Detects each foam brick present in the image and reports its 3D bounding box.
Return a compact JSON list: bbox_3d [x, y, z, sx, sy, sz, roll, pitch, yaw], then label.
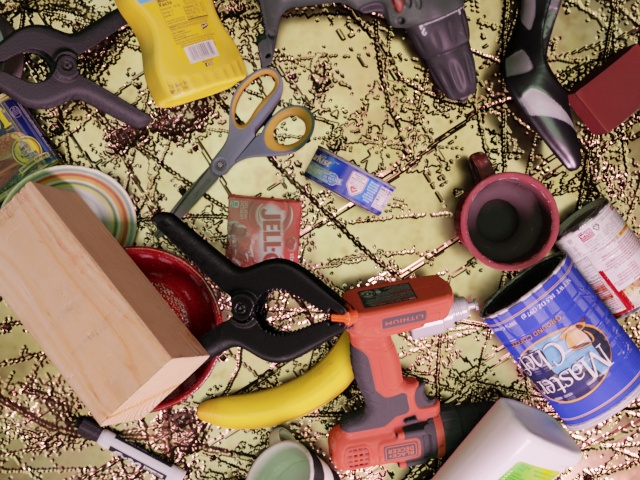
[{"bbox_3d":[0.288,-0.147,1.043,0.078,0.051,0.053,-38,94,1],"label":"foam brick"}]

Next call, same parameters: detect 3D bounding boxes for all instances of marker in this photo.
[{"bbox_3d":[-0.191,0.210,1.065,0.121,0.020,0.020,29,92,-2],"label":"marker"}]

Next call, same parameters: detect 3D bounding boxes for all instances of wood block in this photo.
[{"bbox_3d":[-0.208,0.055,0.953,0.090,0.090,0.206,-43,76,8],"label":"wood block"}]

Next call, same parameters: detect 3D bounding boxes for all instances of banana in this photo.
[{"bbox_3d":[-0.026,0.141,1.060,0.198,0.037,0.070,-34,75,-1],"label":"banana"}]

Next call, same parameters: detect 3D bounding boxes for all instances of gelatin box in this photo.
[{"bbox_3d":[-0.057,0.001,1.053,0.073,0.030,0.089,5,93,-2],"label":"gelatin box"}]

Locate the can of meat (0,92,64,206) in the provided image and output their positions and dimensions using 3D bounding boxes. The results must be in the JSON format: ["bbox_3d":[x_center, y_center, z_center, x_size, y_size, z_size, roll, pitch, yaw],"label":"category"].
[{"bbox_3d":[-0.312,-0.083,1.031,0.102,0.057,0.084,-34,95,0],"label":"can of meat"}]

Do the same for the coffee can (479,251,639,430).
[{"bbox_3d":[0.236,0.096,1.027,0.103,0.103,0.140,-38,93,0],"label":"coffee can"}]

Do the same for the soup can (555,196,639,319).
[{"bbox_3d":[0.282,0.017,1.042,0.068,0.068,0.102,-38,92,0],"label":"soup can"}]

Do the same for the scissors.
[{"bbox_3d":[-0.078,-0.073,1.056,0.096,0.016,0.202,26,92,-2],"label":"scissors"}]

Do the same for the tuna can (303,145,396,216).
[{"bbox_3d":[0.028,-0.057,1.025,0.086,0.086,0.034,28,93,-2],"label":"tuna can"}]

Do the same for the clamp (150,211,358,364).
[{"bbox_3d":[-0.071,0.051,0.972,0.210,0.036,0.164,-3,92,18],"label":"clamp"}]

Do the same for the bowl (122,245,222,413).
[{"bbox_3d":[-0.174,0.084,1.042,0.162,0.055,0.162,0,93,-1],"label":"bowl"}]

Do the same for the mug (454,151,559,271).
[{"bbox_3d":[0.170,-0.030,1.031,0.093,0.081,0.117,-25,93,0],"label":"mug"}]

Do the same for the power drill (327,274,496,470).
[{"bbox_3d":[0.093,0.130,1.022,0.184,0.057,0.188,-10,114,-9],"label":"power drill"}]

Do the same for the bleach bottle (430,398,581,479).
[{"bbox_3d":[0.135,0.268,1.037,0.102,0.068,0.251,24,111,-38],"label":"bleach bottle"}]

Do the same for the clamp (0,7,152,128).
[{"bbox_3d":[-0.239,-0.175,1.015,0.171,0.039,0.120,4,83,-29],"label":"clamp"}]

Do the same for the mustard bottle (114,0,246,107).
[{"bbox_3d":[-0.147,-0.229,1.018,0.096,0.058,0.191,-23,93,-32],"label":"mustard bottle"}]
